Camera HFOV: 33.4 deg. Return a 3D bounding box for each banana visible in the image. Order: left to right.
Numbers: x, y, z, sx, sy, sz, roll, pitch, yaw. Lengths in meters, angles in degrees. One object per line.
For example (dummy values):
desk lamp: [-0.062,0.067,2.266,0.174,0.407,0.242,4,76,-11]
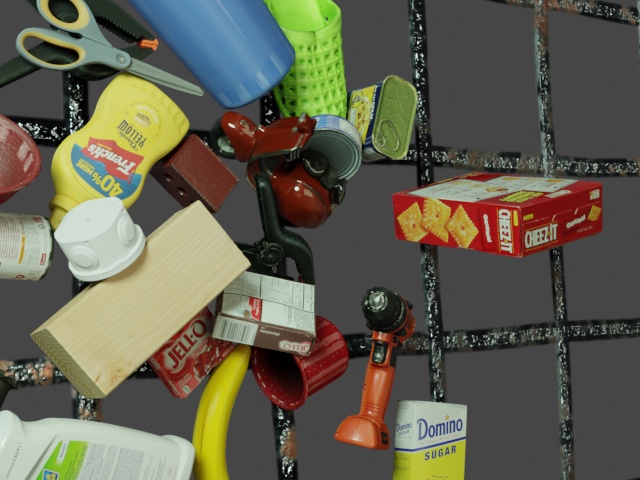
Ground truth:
banana: [-0.113,0.212,1.199,0.069,0.037,0.198,12,79,-53]

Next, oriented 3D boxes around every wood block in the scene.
wood block: [-0.184,0.061,1.106,0.205,0.090,0.091,-43,100,-25]

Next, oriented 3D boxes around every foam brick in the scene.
foam brick: [-0.141,-0.072,1.192,0.078,0.053,0.051,46,61,-23]

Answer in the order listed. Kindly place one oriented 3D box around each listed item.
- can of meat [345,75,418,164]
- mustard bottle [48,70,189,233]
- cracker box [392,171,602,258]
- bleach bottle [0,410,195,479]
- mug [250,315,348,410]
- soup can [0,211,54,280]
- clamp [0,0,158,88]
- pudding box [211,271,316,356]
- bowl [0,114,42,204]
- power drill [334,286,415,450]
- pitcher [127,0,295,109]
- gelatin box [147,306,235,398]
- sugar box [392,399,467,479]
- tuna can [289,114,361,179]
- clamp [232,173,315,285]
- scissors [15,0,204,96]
can of meat: [0.068,-0.147,1.334,0.057,0.084,0.102,21,73,-33]
mustard bottle: [-0.226,-0.082,1.126,0.096,0.058,0.191,41,64,-18]
cracker box: [0.223,-0.035,1.357,0.163,0.214,0.072,-16,107,-37]
bleach bottle: [-0.244,0.216,1.056,0.250,0.068,0.102,29,70,-41]
mug: [-0.029,0.130,1.243,0.081,0.093,0.117,-26,64,-40]
soup can: [-0.321,0.003,1.043,0.102,0.069,0.068,6,82,-37]
clamp: [-0.273,-0.230,1.119,0.209,0.036,0.164,-3,88,-33]
pudding box: [-0.061,0.078,1.193,0.113,0.039,0.090,14,33,-9]
bowl: [-0.349,-0.072,1.006,0.161,0.162,0.055,2,128,-36]
power drill: [0.067,0.153,1.273,0.184,0.057,0.187,43,60,-71]
pitcher: [-0.134,-0.273,1.181,0.149,0.145,0.242,-46,116,-17]
gelatin box: [-0.148,0.119,1.183,0.089,0.030,0.073,-44,111,-31]
sugar box: [0.140,0.296,1.369,0.093,0.048,0.176,10,81,-35]
tuna can: [0.007,-0.110,1.284,0.086,0.086,0.033,38,35,-28]
clamp: [-0.058,0.002,1.230,0.171,0.039,0.120,34,109,-33]
scissors: [-0.216,-0.208,1.116,0.201,0.016,0.096,3,83,-28]
